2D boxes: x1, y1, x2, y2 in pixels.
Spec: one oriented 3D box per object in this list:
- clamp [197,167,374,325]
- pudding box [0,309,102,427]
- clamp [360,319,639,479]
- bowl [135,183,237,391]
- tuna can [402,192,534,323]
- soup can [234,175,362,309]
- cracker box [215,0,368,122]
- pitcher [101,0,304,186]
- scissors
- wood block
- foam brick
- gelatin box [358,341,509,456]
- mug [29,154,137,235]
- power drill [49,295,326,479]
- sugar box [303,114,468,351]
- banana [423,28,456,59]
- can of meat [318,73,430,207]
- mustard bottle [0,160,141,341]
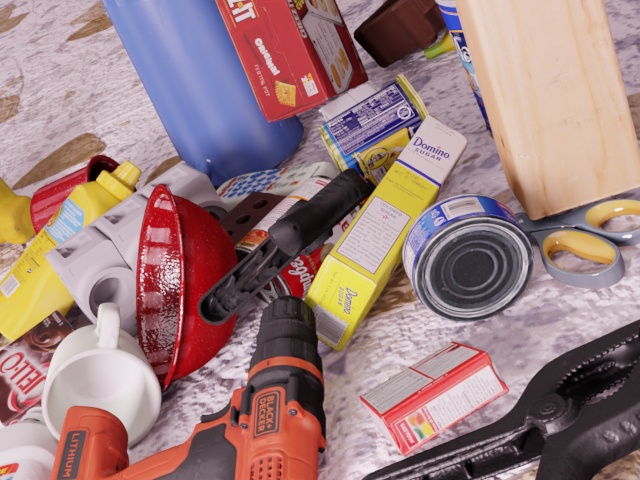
[{"bbox_3d":[-0.010,-0.011,0.762,0.171,0.039,0.120,-44,6,-37],"label":"clamp"},{"bbox_3d":[-0.234,0.115,0.897,0.090,0.039,0.114,-37,30,-15],"label":"pudding box"},{"bbox_3d":[0.134,0.111,0.583,0.209,0.036,0.165,-33,20,-14],"label":"clamp"},{"bbox_3d":[-0.103,0.037,0.835,0.055,0.162,0.162,1,21,-21],"label":"bowl"},{"bbox_3d":[0.101,0.013,0.728,0.086,0.086,0.034,-25,30,5],"label":"tuna can"},{"bbox_3d":[-0.018,0.002,0.866,0.069,0.068,0.102,9,44,48],"label":"soup can"},{"bbox_3d":[-0.030,-0.213,1.061,0.072,0.164,0.213,-21,7,17],"label":"cracker box"},{"bbox_3d":[-0.119,-0.186,1.077,0.145,0.242,0.149,-28,28,-2],"label":"pitcher"},{"bbox_3d":[0.171,-0.018,0.792,0.096,0.016,0.202,-30,28,-8],"label":"scissors"},{"bbox_3d":[0.159,-0.133,0.772,0.090,0.206,0.091,-18,20,5],"label":"wood block"},{"bbox_3d":[-0.056,0.001,0.917,0.053,0.051,0.078,11,46,48],"label":"foam brick"},{"bbox_3d":[0.067,0.095,0.651,0.073,0.030,0.089,-31,2,-6],"label":"gelatin box"},{"bbox_3d":[-0.237,-0.032,1.101,0.082,0.093,0.117,-21,3,21],"label":"mug"},{"bbox_3d":[-0.085,0.126,0.715,0.188,0.057,0.184,-20,37,17],"label":"power drill"},{"bbox_3d":[0.049,-0.008,0.803,0.176,0.048,0.093,-51,-9,-39],"label":"sugar box"},{"bbox_3d":[0.188,-0.261,1.152,0.070,0.037,0.197,10,46,46],"label":"banana"},{"bbox_3d":[0.054,-0.078,0.901,0.084,0.102,0.057,-30,53,1],"label":"can of meat"},{"bbox_3d":[-0.230,0.006,0.989,0.191,0.058,0.096,-53,31,-3],"label":"mustard bottle"}]
